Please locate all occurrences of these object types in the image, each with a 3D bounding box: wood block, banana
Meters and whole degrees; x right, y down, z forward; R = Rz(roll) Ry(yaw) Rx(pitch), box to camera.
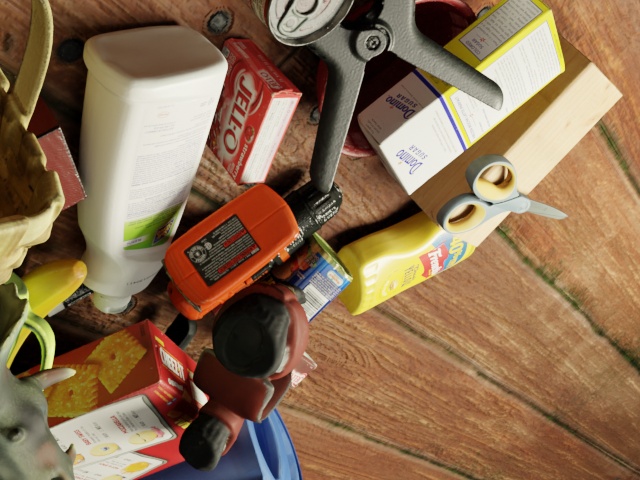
[{"bbox_3d":[0.178,-0.104,1.040,0.206,0.091,0.090,-48,147,14],"label":"wood block"},{"bbox_3d":[-0.250,0.082,0.867,0.037,0.070,0.198,0,126,-59],"label":"banana"}]

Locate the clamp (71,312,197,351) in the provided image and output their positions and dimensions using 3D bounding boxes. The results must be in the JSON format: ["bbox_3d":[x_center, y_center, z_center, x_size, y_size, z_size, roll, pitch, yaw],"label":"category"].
[{"bbox_3d":[-0.163,0.127,1.031,0.120,0.039,0.171,-18,151,-3],"label":"clamp"}]

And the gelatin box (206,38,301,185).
[{"bbox_3d":[-0.059,-0.100,0.826,0.030,0.073,0.089,-9,137,-38],"label":"gelatin box"}]

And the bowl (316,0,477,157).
[{"bbox_3d":[0.053,-0.149,0.893,0.162,0.055,0.162,-26,146,-20],"label":"bowl"}]

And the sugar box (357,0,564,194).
[{"bbox_3d":[0.119,-0.124,0.896,0.176,0.048,0.093,-36,148,2],"label":"sugar box"}]

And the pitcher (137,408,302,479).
[{"bbox_3d":[-0.148,0.242,1.084,0.243,0.145,0.149,-23,165,10],"label":"pitcher"}]

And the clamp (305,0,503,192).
[{"bbox_3d":[0.028,-0.143,0.796,0.164,0.036,0.210,-32,119,2],"label":"clamp"}]

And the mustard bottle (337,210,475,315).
[{"bbox_3d":[0.107,0.008,1.139,0.191,0.058,0.096,-25,148,-22],"label":"mustard bottle"}]

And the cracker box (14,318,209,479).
[{"bbox_3d":[-0.208,0.164,0.959,0.214,0.072,0.164,-22,148,8],"label":"cracker box"}]

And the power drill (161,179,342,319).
[{"bbox_3d":[-0.056,0.001,0.902,0.184,0.057,0.187,-38,176,-3],"label":"power drill"}]

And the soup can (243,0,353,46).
[{"bbox_3d":[-0.031,-0.187,0.717,0.068,0.102,0.068,-26,145,-20],"label":"soup can"}]

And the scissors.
[{"bbox_3d":[0.175,-0.026,1.033,0.096,0.016,0.201,-43,147,9],"label":"scissors"}]

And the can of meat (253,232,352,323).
[{"bbox_3d":[-0.022,0.037,1.009,0.084,0.102,0.057,-44,113,4],"label":"can of meat"}]

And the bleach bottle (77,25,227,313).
[{"bbox_3d":[-0.146,-0.039,0.815,0.102,0.068,0.251,-19,143,-40],"label":"bleach bottle"}]
